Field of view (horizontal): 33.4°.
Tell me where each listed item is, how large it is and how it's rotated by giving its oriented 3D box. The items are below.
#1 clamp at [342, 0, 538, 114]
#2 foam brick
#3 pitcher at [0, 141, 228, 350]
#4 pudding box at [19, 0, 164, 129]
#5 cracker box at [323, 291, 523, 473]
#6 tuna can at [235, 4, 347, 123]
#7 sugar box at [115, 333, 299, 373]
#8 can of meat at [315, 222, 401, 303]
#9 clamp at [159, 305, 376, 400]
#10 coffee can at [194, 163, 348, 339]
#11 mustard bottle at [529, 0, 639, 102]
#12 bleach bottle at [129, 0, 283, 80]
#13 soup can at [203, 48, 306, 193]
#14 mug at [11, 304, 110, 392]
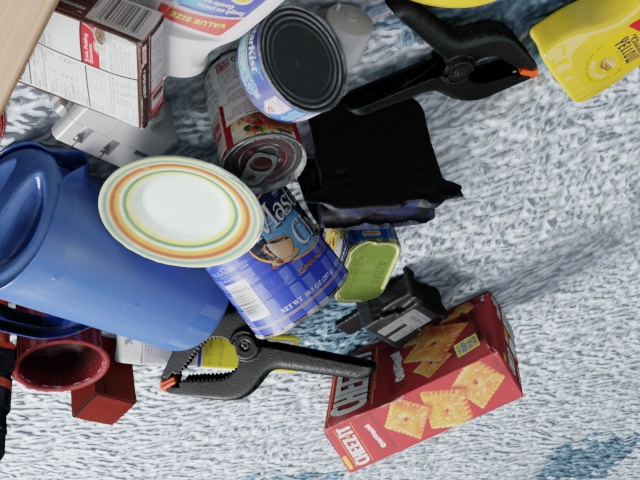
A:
[{"bbox_3d":[0.109,-0.159,0.895,0.171,0.039,0.120,-9,149,-18],"label":"clamp"},{"bbox_3d":[-0.236,0.149,1.150,0.052,0.078,0.051,20,132,-35],"label":"foam brick"},{"bbox_3d":[-0.202,0.025,0.956,0.149,0.145,0.242,-1,160,37],"label":"pitcher"},{"bbox_3d":[-0.171,-0.140,0.779,0.113,0.039,0.090,23,143,10],"label":"pudding box"},{"bbox_3d":[0.115,0.154,1.209,0.214,0.164,0.072,-26,106,15],"label":"cracker box"},{"bbox_3d":[-0.022,-0.134,0.815,0.086,0.086,0.034,17,157,-36],"label":"tuna can"},{"bbox_3d":[-0.121,0.115,1.141,0.176,0.048,0.093,9,172,-27],"label":"sugar box"},{"bbox_3d":[0.036,0.000,1.041,0.057,0.084,0.102,-3,142,-17],"label":"can of meat"},{"bbox_3d":[-0.060,0.104,1.038,0.210,0.164,0.036,-35,179,13],"label":"clamp"},{"bbox_3d":[-0.056,0.001,0.941,0.103,0.102,0.140,-31,104,21],"label":"coffee can"},{"bbox_3d":[0.278,-0.194,0.892,0.192,0.058,0.096,-31,142,20],"label":"mustard bottle"},{"bbox_3d":[-0.060,-0.194,0.764,0.102,0.068,0.251,25,132,-26],"label":"bleach bottle"},{"bbox_3d":[-0.055,-0.098,0.863,0.068,0.102,0.068,-10,144,-7],"label":"soup can"},{"bbox_3d":[-0.269,0.099,1.066,0.117,0.081,0.093,-36,139,26],"label":"mug"}]
